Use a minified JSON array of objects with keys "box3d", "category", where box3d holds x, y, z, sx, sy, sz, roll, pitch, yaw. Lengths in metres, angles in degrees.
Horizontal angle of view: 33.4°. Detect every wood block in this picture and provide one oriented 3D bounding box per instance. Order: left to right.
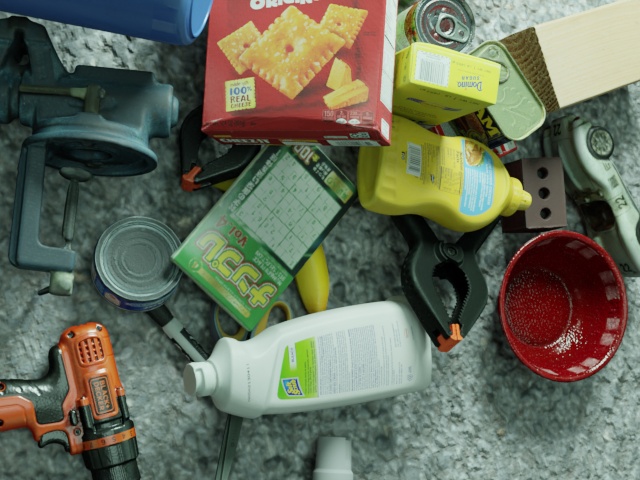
[{"box3d":[0.286,-0.199,1.159,0.205,0.090,0.091,-21,93,-31],"category":"wood block"}]

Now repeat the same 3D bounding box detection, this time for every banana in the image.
[{"box3d":[-0.046,-0.014,1.059,0.070,0.037,0.197,-42,99,9],"category":"banana"}]

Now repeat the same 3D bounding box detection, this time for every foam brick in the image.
[{"box3d":[0.230,-0.048,1.160,0.052,0.051,0.078,-3,87,-22],"category":"foam brick"}]

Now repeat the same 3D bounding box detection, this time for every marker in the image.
[{"box3d":[-0.125,0.102,1.023,0.020,0.020,0.121,-43,101,-19],"category":"marker"}]

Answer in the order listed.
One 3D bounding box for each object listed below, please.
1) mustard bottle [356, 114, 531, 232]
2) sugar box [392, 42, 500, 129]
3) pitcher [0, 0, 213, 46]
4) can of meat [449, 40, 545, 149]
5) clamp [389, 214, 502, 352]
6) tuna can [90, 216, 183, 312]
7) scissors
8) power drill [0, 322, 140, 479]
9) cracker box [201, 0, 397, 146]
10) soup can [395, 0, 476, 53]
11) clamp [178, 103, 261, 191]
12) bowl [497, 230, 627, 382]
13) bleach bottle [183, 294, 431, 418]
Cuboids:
[{"box3d":[0.131,-0.060,1.074,0.191,0.058,0.096,13,68,-25],"category":"mustard bottle"},{"box3d":[0.090,-0.144,1.046,0.093,0.176,0.048,12,79,-20],"category":"sugar box"},{"box3d":[-0.212,-0.251,0.919,0.243,0.145,0.149,15,74,2],"category":"pitcher"},{"box3d":[0.169,-0.144,1.094,0.057,0.084,0.102,-37,96,-20],"category":"can of meat"},{"box3d":[0.133,0.017,1.086,0.164,0.036,0.210,8,54,-23],"category":"clamp"},{"box3d":[-0.170,0.021,0.994,0.086,0.034,0.086,5,70,-15],"category":"tuna can"},{"box3d":[-0.089,0.132,1.015,0.096,0.016,0.201,36,61,-17],"category":"scissors"},{"box3d":[-0.258,0.180,0.946,0.187,0.057,0.184,-12,86,-25],"category":"power drill"},{"box3d":[-0.016,-0.195,0.965,0.164,0.072,0.214,2,85,13],"category":"cracker box"},{"box3d":[0.105,-0.209,1.097,0.068,0.102,0.068,2,85,-22],"category":"soup can"},{"box3d":[-0.073,-0.114,1.034,0.120,0.039,0.171,22,71,6],"category":"clamp"},{"box3d":[0.250,0.072,1.156,0.161,0.055,0.162,2,85,-22],"category":"bowl"},{"box3d":[-0.012,0.111,1.020,0.250,0.068,0.102,-3,85,-32],"category":"bleach bottle"}]
